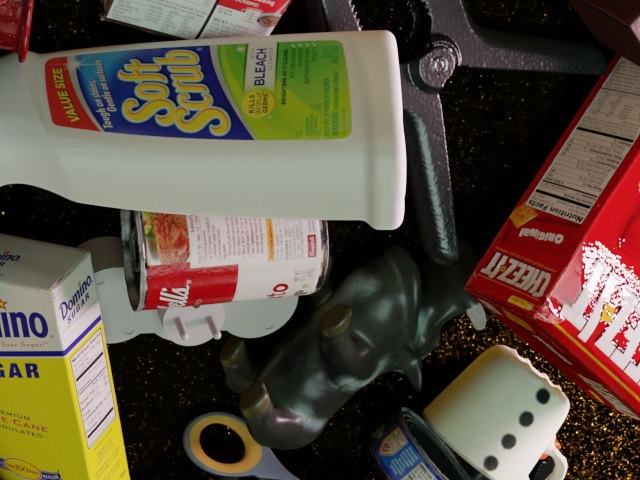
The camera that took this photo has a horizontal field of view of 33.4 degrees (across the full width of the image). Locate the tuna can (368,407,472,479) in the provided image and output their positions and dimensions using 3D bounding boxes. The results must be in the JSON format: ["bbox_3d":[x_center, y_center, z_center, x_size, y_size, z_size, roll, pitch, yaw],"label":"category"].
[{"bbox_3d":[0.073,0.162,0.758,0.034,0.086,0.086,-41,125,8],"label":"tuna can"}]

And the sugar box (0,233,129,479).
[{"bbox_3d":[-0.167,0.082,0.613,0.093,0.048,0.176,9,126,20],"label":"sugar box"}]

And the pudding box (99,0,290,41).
[{"bbox_3d":[-0.051,-0.149,0.528,0.089,0.039,0.114,12,136,-26],"label":"pudding box"}]

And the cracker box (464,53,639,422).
[{"bbox_3d":[0.214,-0.009,0.685,0.164,0.072,0.213,38,83,-35],"label":"cracker box"}]

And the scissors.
[{"bbox_3d":[-0.015,0.159,0.737,0.201,0.096,0.016,-3,162,-32],"label":"scissors"}]

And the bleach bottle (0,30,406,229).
[{"bbox_3d":[-0.086,-0.053,0.535,0.251,0.102,0.068,-2,145,1],"label":"bleach bottle"}]

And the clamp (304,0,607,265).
[{"bbox_3d":[0.070,-0.108,0.617,0.164,0.036,0.210,-46,118,-7],"label":"clamp"}]

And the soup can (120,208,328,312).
[{"bbox_3d":[-0.054,0.001,0.584,0.102,0.068,0.068,-4,121,-18],"label":"soup can"}]
